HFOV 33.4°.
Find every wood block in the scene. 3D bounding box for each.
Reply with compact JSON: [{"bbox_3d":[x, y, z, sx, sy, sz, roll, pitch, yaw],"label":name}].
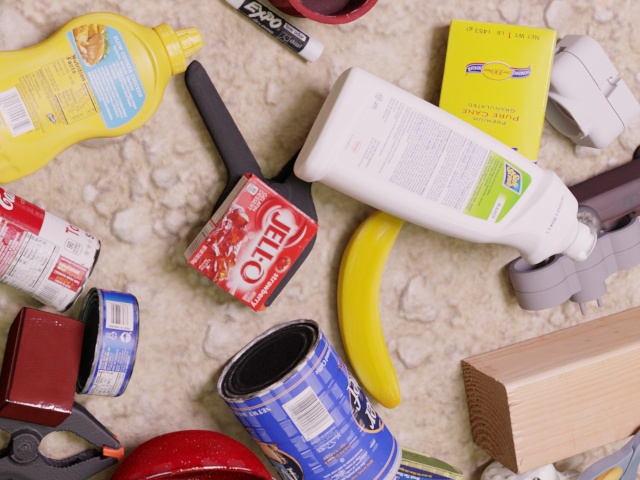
[{"bbox_3d":[0.250,0.138,1.013,0.205,0.090,0.091,-14,104,-17],"label":"wood block"}]

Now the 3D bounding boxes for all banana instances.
[{"bbox_3d":[0.048,0.055,0.942,0.069,0.037,0.198,9,105,8],"label":"banana"}]

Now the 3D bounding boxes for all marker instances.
[{"bbox_3d":[-0.050,-0.187,0.877,0.121,0.020,0.020,32,89,-22],"label":"marker"}]

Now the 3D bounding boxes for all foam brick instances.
[{"bbox_3d":[-0.221,0.100,0.837,0.051,0.053,0.078,14,63,-22],"label":"foam brick"}]

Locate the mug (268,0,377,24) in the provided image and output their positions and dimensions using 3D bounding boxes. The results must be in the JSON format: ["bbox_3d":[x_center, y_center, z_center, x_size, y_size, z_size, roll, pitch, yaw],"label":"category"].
[{"bbox_3d":[0.008,-0.223,0.857,0.117,0.082,0.093,-19,106,-15],"label":"mug"}]

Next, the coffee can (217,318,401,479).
[{"bbox_3d":[-0.008,0.153,0.914,0.102,0.103,0.140,-37,110,-10],"label":"coffee can"}]

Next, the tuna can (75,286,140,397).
[{"bbox_3d":[-0.171,0.082,0.851,0.033,0.086,0.086,10,97,-23],"label":"tuna can"}]

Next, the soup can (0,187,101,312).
[{"bbox_3d":[-0.230,0.006,0.824,0.102,0.069,0.068,30,90,-23],"label":"soup can"}]

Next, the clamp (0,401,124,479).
[{"bbox_3d":[-0.246,0.154,0.865,0.171,0.039,0.120,-1,103,-20],"label":"clamp"}]

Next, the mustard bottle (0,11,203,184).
[{"bbox_3d":[-0.180,-0.122,0.821,0.191,0.058,0.096,-25,103,-14],"label":"mustard bottle"}]

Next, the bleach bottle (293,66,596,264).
[{"bbox_3d":[0.111,-0.043,0.875,0.250,0.068,0.102,27,87,-10],"label":"bleach bottle"}]

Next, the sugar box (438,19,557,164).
[{"bbox_3d":[0.148,-0.099,0.933,0.093,0.048,0.176,8,96,11],"label":"sugar box"}]

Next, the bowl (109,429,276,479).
[{"bbox_3d":[-0.111,0.203,0.888,0.162,0.055,0.162,-8,143,-6],"label":"bowl"}]

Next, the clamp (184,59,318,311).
[{"bbox_3d":[-0.052,-0.047,0.894,0.164,0.036,0.210,11,97,-22],"label":"clamp"}]

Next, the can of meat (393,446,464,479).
[{"bbox_3d":[0.074,0.238,0.987,0.102,0.057,0.084,20,92,-22],"label":"can of meat"}]

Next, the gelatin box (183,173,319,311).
[{"bbox_3d":[-0.056,0.001,0.868,0.073,0.030,0.089,37,93,-19],"label":"gelatin box"}]
